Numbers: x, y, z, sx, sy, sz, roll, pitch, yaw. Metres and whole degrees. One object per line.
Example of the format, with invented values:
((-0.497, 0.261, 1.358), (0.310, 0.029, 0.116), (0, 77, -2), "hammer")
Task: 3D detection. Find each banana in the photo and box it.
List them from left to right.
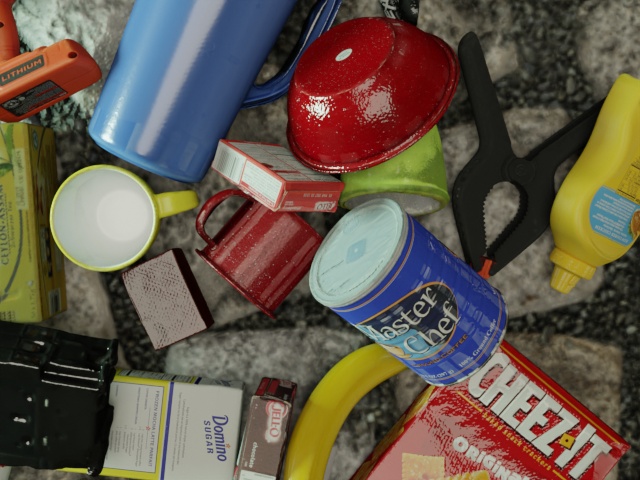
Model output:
((0.019, 0.154, 0.931), (0.070, 0.037, 0.197), (36, 67, 15), "banana")

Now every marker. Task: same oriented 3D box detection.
((0.063, -0.212, 0.950), (0.020, 0.020, 0.121), (-24, 92, 1), "marker")

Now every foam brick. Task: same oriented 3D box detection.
((-0.135, 0.051, 0.949), (0.053, 0.051, 0.078), (-23, 92, 2), "foam brick")

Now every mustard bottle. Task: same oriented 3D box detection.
((0.252, -0.041, 0.926), (0.096, 0.058, 0.192), (20, 100, -40), "mustard bottle")

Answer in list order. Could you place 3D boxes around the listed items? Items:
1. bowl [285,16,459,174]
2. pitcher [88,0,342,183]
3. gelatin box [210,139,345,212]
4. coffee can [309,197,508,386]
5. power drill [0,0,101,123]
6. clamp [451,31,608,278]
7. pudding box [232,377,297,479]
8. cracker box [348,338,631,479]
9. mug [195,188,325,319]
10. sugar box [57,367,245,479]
((0.031, -0.134, 0.886), (0.162, 0.162, 0.055), (-36, 131, 2), "bowl")
((-0.092, -0.173, 0.908), (0.149, 0.145, 0.243), (27, 96, 13), "pitcher")
((-0.036, -0.053, 0.895), (0.089, 0.073, 0.030), (34, 113, 36), "gelatin box")
((0.075, 0.045, 0.895), (0.140, 0.103, 0.103), (38, 93, -29), "coffee can")
((-0.254, -0.209, 0.913), (0.184, 0.057, 0.188), (-26, 73, 10), "power drill")
((0.164, -0.072, 0.944), (0.164, 0.036, 0.210), (24, 95, -9), "clamp")
((-0.049, 0.183, 0.935), (0.039, 0.090, 0.113), (13, 94, 2), "pudding box")
((0.140, 0.206, 0.944), (0.164, 0.072, 0.214), (40, 92, -2), "cracker box")
((-0.056, 0.001, 0.923), (0.117, 0.093, 0.081), (42, 87, -26), "mug")
((-0.160, 0.165, 0.958), (0.176, 0.048, 0.093), (7, 93, -3), "sugar box")
